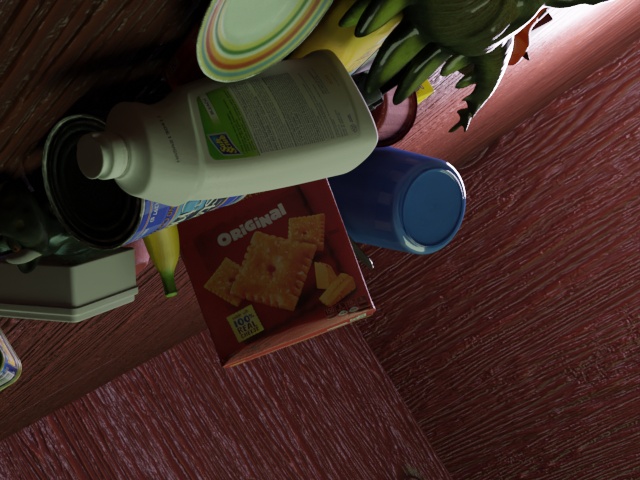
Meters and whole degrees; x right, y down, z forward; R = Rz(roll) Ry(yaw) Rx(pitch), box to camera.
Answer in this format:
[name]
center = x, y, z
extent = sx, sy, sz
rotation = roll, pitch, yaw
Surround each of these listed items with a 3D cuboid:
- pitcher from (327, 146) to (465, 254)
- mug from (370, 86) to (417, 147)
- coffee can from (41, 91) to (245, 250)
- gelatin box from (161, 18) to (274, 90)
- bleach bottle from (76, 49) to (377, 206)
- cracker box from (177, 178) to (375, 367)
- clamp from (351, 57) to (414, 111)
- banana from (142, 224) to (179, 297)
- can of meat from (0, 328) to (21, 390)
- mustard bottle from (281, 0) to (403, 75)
[pitcher]
center = 0.060, -0.050, 1.264
extent = 0.149, 0.145, 0.243
rotation = -9, -164, -34
[mug]
center = 0.039, -0.144, 1.171
extent = 0.117, 0.093, 0.081
rotation = -22, 175, 26
[coffee can]
center = -0.128, -0.060, 0.826
extent = 0.103, 0.103, 0.140
rotation = -36, 174, 38
[gelatin box]
center = -0.066, -0.145, 0.796
extent = 0.089, 0.030, 0.073
rotation = -26, 173, -36
[bleach bottle]
center = -0.069, -0.081, 0.771
extent = 0.250, 0.102, 0.068
rotation = -14, 160, -47
[cracker box]
center = -0.057, 0.001, 1.073
extent = 0.164, 0.214, 0.072
rotation = -20, 175, -3
[clamp]
center = 0.050, -0.146, 1.018
extent = 0.120, 0.039, 0.172
rotation = -31, -175, -26
[banana]
center = -0.156, -0.034, 0.966
extent = 0.037, 0.070, 0.198
rotation = -22, 139, -8
[can of meat]
center = -0.352, 0.104, 1.077
extent = 0.057, 0.102, 0.084
rotation = -31, 173, -12
[mustard bottle]
center = 0.016, -0.167, 0.918
extent = 0.096, 0.058, 0.192
rotation = -41, -179, -35
